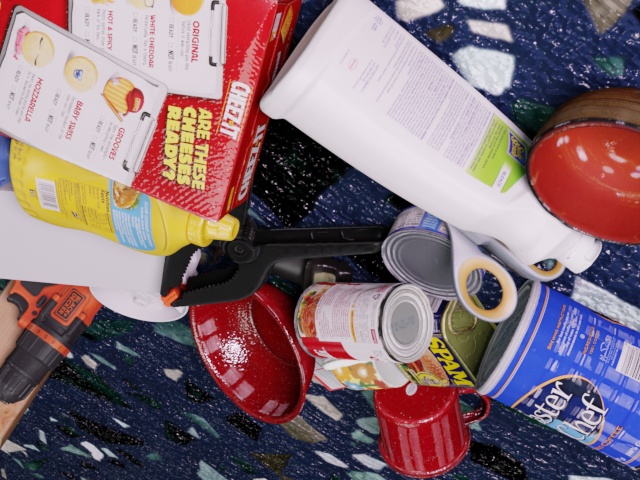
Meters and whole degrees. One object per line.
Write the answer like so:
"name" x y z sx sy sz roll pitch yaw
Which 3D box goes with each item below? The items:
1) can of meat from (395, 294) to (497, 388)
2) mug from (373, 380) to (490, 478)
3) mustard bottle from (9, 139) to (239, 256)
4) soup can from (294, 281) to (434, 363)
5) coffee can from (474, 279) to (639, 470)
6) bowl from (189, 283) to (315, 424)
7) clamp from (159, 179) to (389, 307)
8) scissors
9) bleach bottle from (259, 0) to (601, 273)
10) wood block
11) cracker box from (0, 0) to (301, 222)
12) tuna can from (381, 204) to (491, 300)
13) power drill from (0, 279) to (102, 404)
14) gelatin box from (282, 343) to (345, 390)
"can of meat" 0.106 0.088 0.950 0.084 0.057 0.102 -3 135 43
"mug" 0.108 0.167 1.038 0.117 0.093 0.081 -12 133 3
"mustard bottle" -0.156 -0.035 0.867 0.192 0.058 0.096 18 135 15
"soup can" 0.037 0.068 0.903 0.102 0.068 0.068 -2 136 46
"coffee can" 0.209 0.106 0.855 0.140 0.102 0.103 26 147 3
"bowl" -0.056 0.098 1.052 0.162 0.055 0.162 26 131 34
"clamp" -0.056 0.001 0.914 0.164 0.036 0.210 37 122 -16
"scissors" 0.089 -0.011 0.811 0.201 0.096 0.016 27 180 -2
"bleach bottle" 0.087 -0.056 0.724 0.250 0.102 0.068 37 151 -11
"wood block" -0.340 0.124 1.188 0.091 0.206 0.090 31 147 -5
"cracker box" -0.137 -0.130 0.759 0.214 0.072 0.164 22 113 10
"tuna can" 0.095 0.009 0.870 0.086 0.033 0.086 19 146 14
"power drill" -0.333 0.054 1.127 0.187 0.184 0.057 36 163 0
"gelatin box" 0.017 0.114 1.074 0.073 0.030 0.089 43 145 -19
